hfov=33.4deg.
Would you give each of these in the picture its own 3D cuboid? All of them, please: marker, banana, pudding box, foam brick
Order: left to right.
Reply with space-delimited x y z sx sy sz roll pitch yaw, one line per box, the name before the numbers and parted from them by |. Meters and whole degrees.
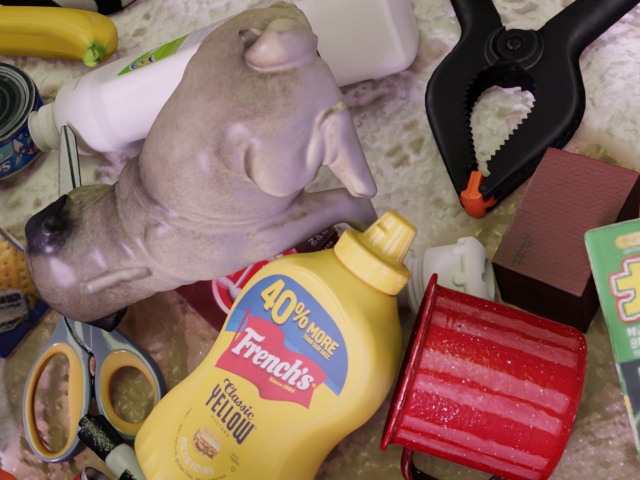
banana | -0.210 -0.146 0.746 0.198 0.069 0.037 9 103 29
marker | -0.092 0.140 0.587 0.020 0.020 0.121 -45 70 -7
pudding box | -0.054 0.001 0.640 0.114 0.039 0.090 39 82 28
foam brick | 0.134 -0.001 0.577 0.053 0.051 0.078 22 73 26

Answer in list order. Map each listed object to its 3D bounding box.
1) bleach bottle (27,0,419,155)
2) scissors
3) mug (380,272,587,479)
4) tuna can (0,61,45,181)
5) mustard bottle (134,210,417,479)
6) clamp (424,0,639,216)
bleach bottle | -0.067 -0.107 0.675 0.251 0.068 0.102 -16 18 17
scissors | -0.128 0.034 0.634 0.096 0.016 0.202 8 83 11
mug | 0.078 0.083 0.535 0.081 0.093 0.117 17 109 4
tuna can | -0.229 -0.081 0.725 0.086 0.034 0.086 -4 55 5
mustard bottle | -0.013 0.065 0.552 0.096 0.058 0.192 44 104 33
clamp | 0.128 -0.113 0.640 0.165 0.036 0.210 5 69 18
